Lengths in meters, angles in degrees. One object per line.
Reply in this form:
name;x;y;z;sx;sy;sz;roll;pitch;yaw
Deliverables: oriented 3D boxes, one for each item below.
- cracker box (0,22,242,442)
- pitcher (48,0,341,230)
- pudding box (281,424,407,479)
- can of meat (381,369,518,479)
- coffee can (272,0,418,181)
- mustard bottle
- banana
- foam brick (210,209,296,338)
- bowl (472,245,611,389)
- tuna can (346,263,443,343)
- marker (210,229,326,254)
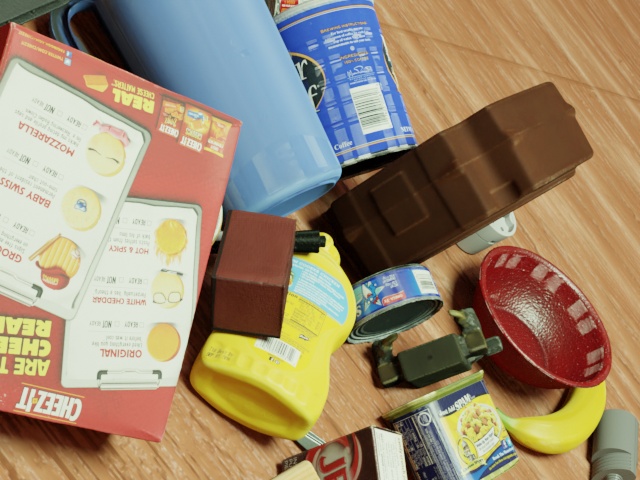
cracker box;-0.154;0.000;0.651;0.164;0.072;0.213;20;78;-35
pitcher;-0.092;-0.127;0.845;0.243;0.149;0.144;62;24;5
pudding box;0.019;0.194;0.735;0.039;0.090;0.113;20;52;-42
can of meat;0.111;0.163;0.883;0.101;0.058;0.084;-13;75;-49
coffee can;0.016;-0.129;0.920;0.102;0.103;0.140;-13;84;-50
mustard bottle;-0.024;0.057;0.817;0.096;0.058;0.191;27;42;-2
banana;0.237;0.163;1.030;0.197;0.037;0.069;-14;73;-50
foam brick;-0.047;0.024;0.763;0.051;0.053;0.078;6;40;1
bowl;0.201;0.085;1.024;0.162;0.055;0.162;24;40;-22
tuna can;0.056;0.053;0.885;0.085;0.086;0.034;1;61;-46
marker;-0.055;0.001;0.813;0.121;0.020;0.020;0;58;-11
